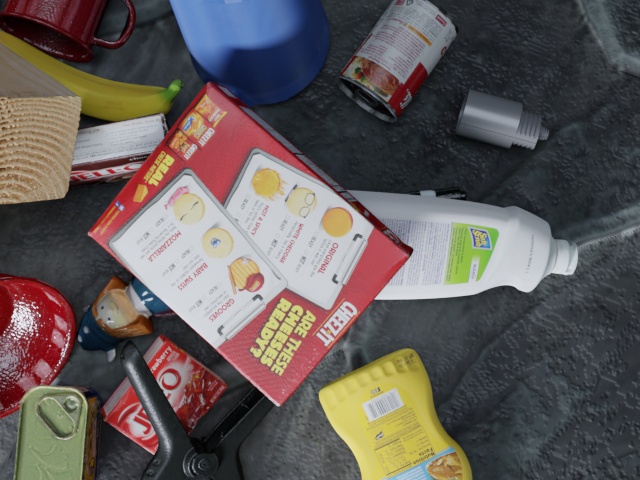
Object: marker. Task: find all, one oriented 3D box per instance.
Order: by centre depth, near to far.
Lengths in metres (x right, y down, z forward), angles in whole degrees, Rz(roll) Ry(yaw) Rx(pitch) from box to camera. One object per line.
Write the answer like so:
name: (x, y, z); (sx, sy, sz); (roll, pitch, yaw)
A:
marker: (0.073, -0.035, 0.979); (0.121, 0.020, 0.020); (-6, 85, -1)

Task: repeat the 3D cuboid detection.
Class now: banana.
banana: (-0.213, -0.144, 0.968); (0.198, 0.070, 0.037); (15, 43, 8)

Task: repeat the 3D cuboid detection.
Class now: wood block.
wood block: (-0.295, -0.114, 0.888); (0.206, 0.090, 0.091); (33, 119, 38)

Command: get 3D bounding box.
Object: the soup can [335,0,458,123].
soup can: (0.070, -0.167, 0.968); (0.068, 0.068, 0.102); (35, 85, 3)

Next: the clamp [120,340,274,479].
clamp: (-0.115, 0.181, 0.923); (0.164, 0.036, 0.210); (14, 98, -26)

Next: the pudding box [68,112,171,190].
pudding box: (-0.185, -0.077, 0.947); (0.113, 0.090, 0.039); (-13, 84, -2)

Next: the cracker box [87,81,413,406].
cracker box: (-0.056, 0.001, 0.876); (0.214, 0.072, 0.164); (41, 100, 5)

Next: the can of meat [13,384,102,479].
can of meat: (-0.224, 0.175, 0.926); (0.057, 0.084, 0.102); (3, 85, 0)

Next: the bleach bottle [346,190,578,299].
bleach bottle: (0.102, 0.013, 0.951); (0.250, 0.068, 0.102); (5, 108, -5)

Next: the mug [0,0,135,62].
mug: (-0.224, -0.213, 0.962); (0.117, 0.093, 0.081); (20, 80, -4)

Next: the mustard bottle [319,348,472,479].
mustard bottle: (0.079, 0.198, 0.938); (0.096, 0.058, 0.191); (-25, 85, -4)

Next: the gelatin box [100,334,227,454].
gelatin box: (-0.138, 0.140, 0.944); (0.073, 0.030, 0.089); (40, 85, -21)

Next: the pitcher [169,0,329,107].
pitcher: (-0.063, -0.220, 0.885); (0.145, 0.243, 0.149); (-24, 78, -1)

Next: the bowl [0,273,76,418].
bowl: (-0.296, 0.084, 0.920); (0.162, 0.162, 0.055); (-43, 52, -4)
